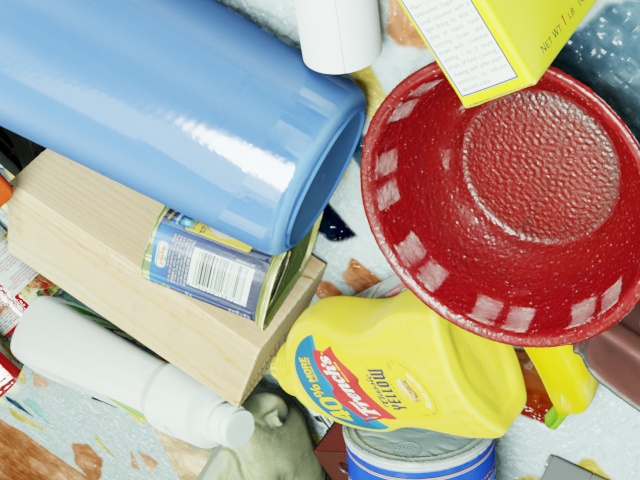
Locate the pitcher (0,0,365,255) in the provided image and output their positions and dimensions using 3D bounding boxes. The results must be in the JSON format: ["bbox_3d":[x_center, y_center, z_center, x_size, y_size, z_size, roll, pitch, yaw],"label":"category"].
[{"bbox_3d":[-0.100,-0.090,0.627,0.243,0.149,0.145,29,127,8],"label":"pitcher"}]

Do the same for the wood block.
[{"bbox_3d":[-0.112,0.013,0.759,0.206,0.090,0.090,33,143,8],"label":"wood block"}]

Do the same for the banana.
[{"bbox_3d":[0.111,0.040,0.637,0.070,0.037,0.197,-27,107,37],"label":"banana"}]

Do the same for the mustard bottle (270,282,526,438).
[{"bbox_3d":[0.032,0.078,0.678,0.192,0.058,0.096,-10,120,50],"label":"mustard bottle"}]

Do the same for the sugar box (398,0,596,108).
[{"bbox_3d":[0.050,-0.155,0.448,0.048,0.093,0.176,-12,120,46],"label":"sugar box"}]

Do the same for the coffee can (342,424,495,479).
[{"bbox_3d":[0.072,0.185,0.740,0.103,0.102,0.140,10,116,33],"label":"coffee can"}]

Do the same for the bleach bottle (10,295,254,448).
[{"bbox_3d":[-0.141,0.112,0.851,0.251,0.068,0.102,16,167,42],"label":"bleach bottle"}]

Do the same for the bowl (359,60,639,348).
[{"bbox_3d":[0.103,-0.027,0.551,0.162,0.055,0.162,18,125,27],"label":"bowl"}]

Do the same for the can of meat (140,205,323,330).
[{"bbox_3d":[-0.054,0.001,0.676,0.084,0.102,0.057,20,122,8],"label":"can of meat"}]

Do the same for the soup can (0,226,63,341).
[{"bbox_3d":[-0.287,0.030,0.944,0.102,0.068,0.069,47,142,-9],"label":"soup can"}]

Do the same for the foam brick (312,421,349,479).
[{"bbox_3d":[0.042,0.173,0.826,0.053,0.051,0.078,-8,123,45],"label":"foam brick"}]
